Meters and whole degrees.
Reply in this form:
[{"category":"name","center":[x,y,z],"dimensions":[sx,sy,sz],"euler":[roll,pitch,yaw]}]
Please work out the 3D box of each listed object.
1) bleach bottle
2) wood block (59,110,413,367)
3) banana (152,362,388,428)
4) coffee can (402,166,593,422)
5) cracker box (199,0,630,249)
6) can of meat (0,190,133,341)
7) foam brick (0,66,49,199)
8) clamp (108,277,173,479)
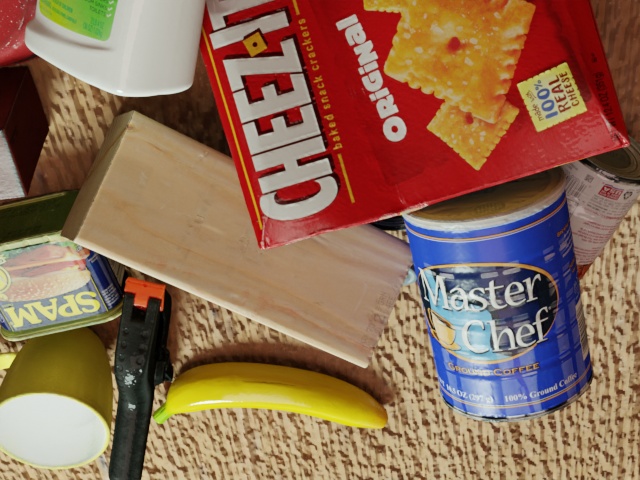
[{"category":"bleach bottle","center":[-0.093,-0.207,0.548],"dimensions":[0.067,0.103,0.251],"euler":[-15,126,-46]},{"category":"wood block","center":[-0.054,0.000,0.706],"dimensions":[0.206,0.091,0.090],"euler":[25,85,-18]},{"category":"banana","center":[-0.039,0.127,0.878],"dimensions":[0.197,0.037,0.070],"euler":[4,149,-2]},{"category":"coffee can","center":[0.114,0.029,0.681],"dimensions":[0.103,0.102,0.140],"euler":[-11,112,8]},{"category":"cracker box","center":[0.047,-0.101,0.606],"dimensions":[0.214,0.072,0.164],"euler":[-16,92,12]},{"category":"can of meat","center":[-0.196,0.017,0.764],"dimensions":[0.102,0.057,0.084],"euler":[-12,127,8]},{"category":"foam brick","center":[-0.210,-0.068,0.677],"dimensions":[0.051,0.078,0.053],"euler":[-5,128,4]},{"category":"clamp","center":[-0.132,0.100,0.777],"dimensions":[0.039,0.120,0.171],"euler":[5,141,-1]}]
